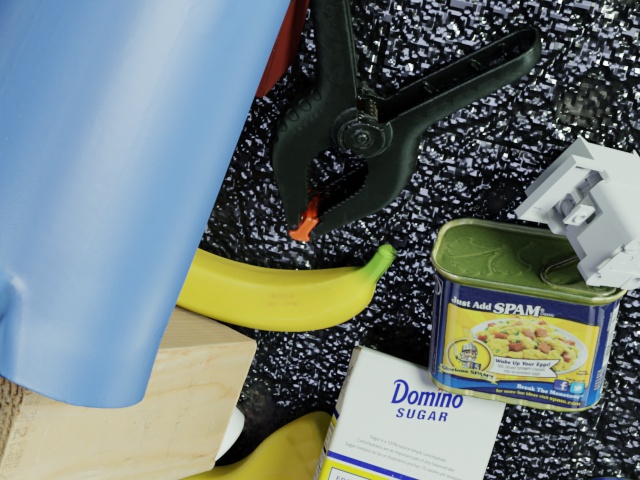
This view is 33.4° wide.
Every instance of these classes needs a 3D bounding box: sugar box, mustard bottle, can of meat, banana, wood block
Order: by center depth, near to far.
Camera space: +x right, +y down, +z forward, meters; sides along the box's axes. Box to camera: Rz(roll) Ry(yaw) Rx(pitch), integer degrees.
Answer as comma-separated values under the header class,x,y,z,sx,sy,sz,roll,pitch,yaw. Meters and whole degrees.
class,x,y,z,sx,sy,sz,roll,pitch,yaw
wood block,-0.131,0.082,0.570,0.091,0.205,0.090,22,97,23
can of meat,0.110,0.042,0.581,0.102,0.057,0.084,9,125,13
sugar box,0.038,0.159,0.625,0.093,0.048,0.176,19,84,-2
banana,-0.051,0.018,0.634,0.198,0.037,0.070,7,112,14
mustard bottle,-0.059,0.193,0.702,0.192,0.058,0.096,-29,86,18

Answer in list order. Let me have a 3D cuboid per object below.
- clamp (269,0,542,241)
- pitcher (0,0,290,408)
class,x,y,z,sx,sy,sz,roll,pitch,yaw
clamp,0.033,-0.064,0.550,0.120,0.039,0.172,18,133,-3
pitcher,-0.089,-0.066,0.441,0.149,0.144,0.243,26,93,40
